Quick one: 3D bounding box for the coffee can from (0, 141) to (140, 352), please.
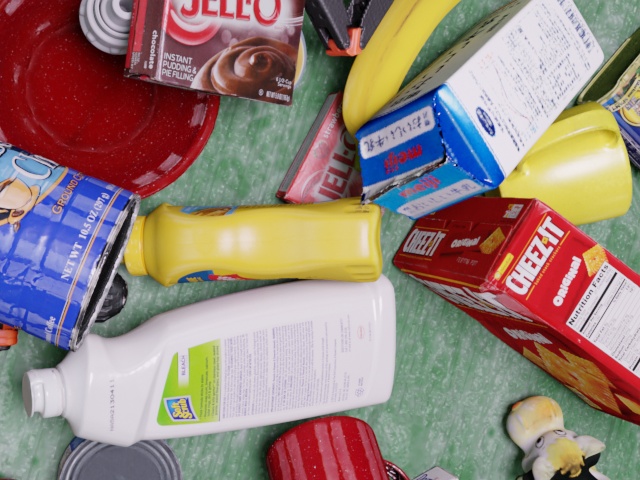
[{"bbox_3d":[-0.192,-0.006,0.635,0.140,0.103,0.103,22,88,-5],"label":"coffee can"}]

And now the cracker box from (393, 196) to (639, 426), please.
[{"bbox_3d":[0.175,0.054,0.761,0.213,0.164,0.072,35,82,-16],"label":"cracker box"}]

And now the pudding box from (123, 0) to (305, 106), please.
[{"bbox_3d":[-0.061,-0.134,0.647,0.113,0.039,0.090,3,97,-49],"label":"pudding box"}]

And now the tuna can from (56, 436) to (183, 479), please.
[{"bbox_3d":[-0.141,0.169,0.746,0.086,0.034,0.086,-1,94,-16],"label":"tuna can"}]

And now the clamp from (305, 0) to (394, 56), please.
[{"bbox_3d":[0.027,-0.211,0.707,0.120,0.039,0.171,-11,107,-23],"label":"clamp"}]

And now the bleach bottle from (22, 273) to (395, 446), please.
[{"bbox_3d":[-0.071,0.078,0.717,0.250,0.068,0.102,-5,100,-27],"label":"bleach bottle"}]

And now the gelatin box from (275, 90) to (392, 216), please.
[{"bbox_3d":[0.021,-0.053,0.778,0.073,0.030,0.089,29,86,-16],"label":"gelatin box"}]

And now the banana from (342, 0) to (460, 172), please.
[{"bbox_3d":[0.063,-0.145,0.752,0.037,0.069,0.197,27,73,17],"label":"banana"}]

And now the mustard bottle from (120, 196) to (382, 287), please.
[{"bbox_3d":[-0.055,0.001,0.720,0.191,0.096,0.058,-1,92,5],"label":"mustard bottle"}]

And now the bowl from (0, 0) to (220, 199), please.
[{"bbox_3d":[-0.150,-0.104,0.712,0.162,0.055,0.162,-1,94,-16],"label":"bowl"}]

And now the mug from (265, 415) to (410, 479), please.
[{"bbox_3d":[0.019,0.177,0.750,0.117,0.093,0.081,6,47,-29],"label":"mug"}]
